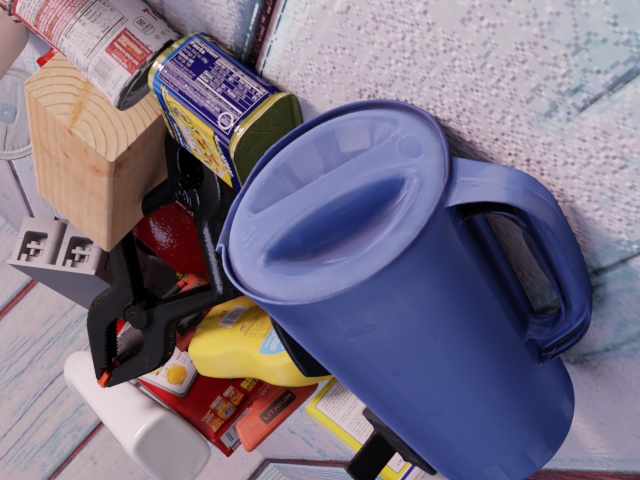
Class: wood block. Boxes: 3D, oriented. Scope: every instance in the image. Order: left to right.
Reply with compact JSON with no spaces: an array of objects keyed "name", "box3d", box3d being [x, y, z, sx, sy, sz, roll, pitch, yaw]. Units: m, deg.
[{"name":"wood block","box3d":[-0.176,-0.080,0.877,0.090,0.090,0.206,41,158,4]}]

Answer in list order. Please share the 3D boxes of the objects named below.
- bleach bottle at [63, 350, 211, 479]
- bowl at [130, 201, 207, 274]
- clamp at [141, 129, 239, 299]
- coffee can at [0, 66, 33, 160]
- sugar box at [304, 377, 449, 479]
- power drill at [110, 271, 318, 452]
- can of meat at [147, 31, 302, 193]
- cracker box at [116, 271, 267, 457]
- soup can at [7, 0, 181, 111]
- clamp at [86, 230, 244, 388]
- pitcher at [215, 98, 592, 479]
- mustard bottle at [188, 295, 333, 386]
[{"name":"bleach bottle","box3d":[-0.225,0.188,1.211,0.251,0.068,0.102,25,159,52]},{"name":"bowl","box3d":[-0.156,-0.016,1.073,0.162,0.055,0.162,41,175,4]},{"name":"clamp","box3d":[-0.090,-0.031,0.836,0.120,0.039,0.172,46,148,12]},{"name":"coffee can","box3d":[-0.369,-0.142,1.221,0.102,0.102,0.140,48,165,-19]},{"name":"sugar box","box3d":[0.082,0.180,0.987,0.176,0.093,0.048,38,166,19]},{"name":"power drill","box3d":[-0.109,0.128,1.117,0.188,0.184,0.057,48,169,6]},{"name":"can of meat","box3d":[-0.060,-0.079,0.703,0.084,0.057,0.102,39,164,21]},{"name":"cracker box","box3d":[-0.133,0.122,1.233,0.214,0.164,0.072,33,162,28]},{"name":"soup can","box3d":[-0.151,-0.146,0.725,0.102,0.068,0.068,43,165,-1]},{"name":"clamp","box3d":[-0.178,0.056,1.031,0.164,0.210,0.036,39,-150,1]},{"name":"pitcher","box3d":[0.068,0.043,0.611,0.242,0.145,0.149,50,176,-40]},{"name":"mustard bottle","box3d":[-0.029,0.096,1.011,0.192,0.096,0.058,1,124,40]}]
